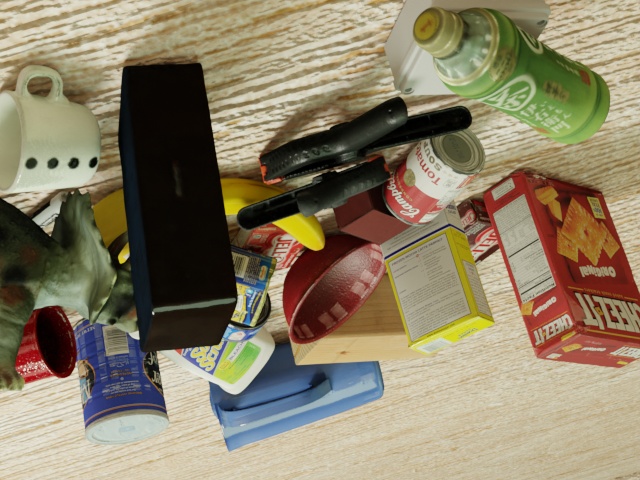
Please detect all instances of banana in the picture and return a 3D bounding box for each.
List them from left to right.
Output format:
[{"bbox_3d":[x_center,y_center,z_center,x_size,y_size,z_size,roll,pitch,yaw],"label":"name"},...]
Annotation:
[{"bbox_3d":[-0.069,-0.030,1.123,0.197,0.037,0.070,7,121,-35],"label":"banana"}]

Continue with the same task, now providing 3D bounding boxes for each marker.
[{"bbox_3d":[-0.294,-0.014,1.081,0.121,0.020,0.020,-31,149,31],"label":"marker"}]

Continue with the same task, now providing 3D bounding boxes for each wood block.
[{"bbox_3d":[0.068,0.103,1.408,0.205,0.090,0.091,0,151,-26],"label":"wood block"}]

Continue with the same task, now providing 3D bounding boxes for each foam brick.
[{"bbox_3d":[0.056,-0.035,1.173,0.051,0.053,0.078,-31,148,30],"label":"foam brick"}]

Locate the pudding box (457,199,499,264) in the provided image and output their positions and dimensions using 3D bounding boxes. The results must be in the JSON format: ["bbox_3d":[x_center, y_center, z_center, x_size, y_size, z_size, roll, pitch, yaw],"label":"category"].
[{"bbox_3d":[0.179,-0.003,1.311,0.089,0.039,0.114,10,145,-40],"label":"pudding box"}]

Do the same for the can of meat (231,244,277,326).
[{"bbox_3d":[-0.101,0.047,1.193,0.084,0.057,0.102,18,145,-5],"label":"can of meat"}]

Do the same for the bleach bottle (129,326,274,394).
[{"bbox_3d":[-0.164,0.119,1.336,0.102,0.068,0.250,-50,143,7],"label":"bleach bottle"}]

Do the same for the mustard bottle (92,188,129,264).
[{"bbox_3d":[-0.183,0.014,1.141,0.096,0.058,0.191,-39,153,-3],"label":"mustard bottle"}]

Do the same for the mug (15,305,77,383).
[{"bbox_3d":[-0.341,0.131,1.263,0.081,0.093,0.117,-16,149,14],"label":"mug"}]

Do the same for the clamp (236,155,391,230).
[{"bbox_3d":[-0.001,-0.048,1.084,0.120,0.039,0.171,-5,-168,43],"label":"clamp"}]

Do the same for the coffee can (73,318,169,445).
[{"bbox_3d":[-0.249,0.170,1.326,0.102,0.140,0.103,-11,153,-6],"label":"coffee can"}]

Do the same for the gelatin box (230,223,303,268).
[{"bbox_3d":[-0.058,0.001,1.214,0.073,0.030,0.089,-1,151,-25],"label":"gelatin box"}]

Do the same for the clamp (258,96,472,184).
[{"bbox_3d":[0.026,-0.095,1.020,0.210,0.036,0.164,-15,175,23],"label":"clamp"}]

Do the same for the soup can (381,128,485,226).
[{"bbox_3d":[0.118,-0.070,1.119,0.068,0.068,0.102,2,149,-29],"label":"soup can"}]

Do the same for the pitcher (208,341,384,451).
[{"bbox_3d":[-0.036,0.205,1.507,0.242,0.149,0.145,-16,140,-4],"label":"pitcher"}]

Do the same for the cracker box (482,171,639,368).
[{"bbox_3d":[0.293,0.033,1.241,0.163,0.214,0.072,10,144,-40],"label":"cracker box"}]

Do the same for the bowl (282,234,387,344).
[{"bbox_3d":[0.008,0.046,1.265,0.162,0.055,0.162,-36,154,-21],"label":"bowl"}]

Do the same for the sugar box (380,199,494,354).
[{"bbox_3d":[0.123,0.028,1.191,0.093,0.176,0.048,-28,148,27],"label":"sugar box"}]
